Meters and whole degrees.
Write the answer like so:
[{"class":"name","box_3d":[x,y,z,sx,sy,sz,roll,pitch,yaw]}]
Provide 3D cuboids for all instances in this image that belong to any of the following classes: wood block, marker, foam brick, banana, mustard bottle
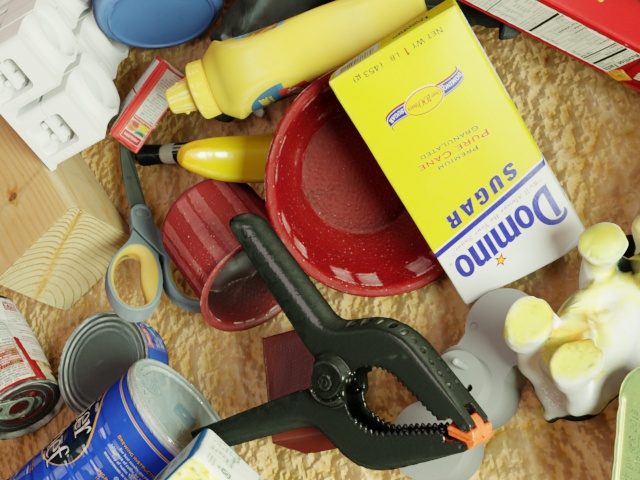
[{"class":"wood block","box_3d":[-0.256,-0.052,0.911,0.091,0.090,0.206,-43,58,8]},{"class":"marker","box_3d":[-0.102,-0.073,0.875,0.121,0.020,0.020,-1,72,28]},{"class":"foam brick","box_3d":[-0.003,0.104,0.740,0.051,0.053,0.078,-17,64,23]},{"class":"banana","box_3d":[-0.005,-0.078,0.781,0.197,0.069,0.037,-23,41,-3]},{"class":"mustard bottle","box_3d":[-0.017,-0.128,0.740,0.192,0.096,0.058,-18,96,7]}]

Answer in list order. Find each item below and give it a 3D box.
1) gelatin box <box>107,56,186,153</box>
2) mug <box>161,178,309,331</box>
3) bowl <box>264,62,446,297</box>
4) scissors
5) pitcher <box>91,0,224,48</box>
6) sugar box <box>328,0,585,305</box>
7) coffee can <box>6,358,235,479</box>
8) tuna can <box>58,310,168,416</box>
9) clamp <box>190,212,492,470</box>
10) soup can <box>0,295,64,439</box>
[{"class":"gelatin box","box_3d":[-0.142,-0.113,0.878,0.073,0.030,0.089,-53,16,3]},{"class":"mug","box_3d":[-0.055,0.001,0.790,0.117,0.093,0.082,-28,52,-17]},{"class":"bowl","box_3d":[0.036,-0.045,0.737,0.162,0.162,0.055,-56,16,1]},{"class":"scissors","box_3d":[-0.126,-0.009,0.859,0.201,0.096,0.016,-91,18,-47]},{"class":"pitcher","box_3d":[-0.149,-0.297,0.910,0.145,0.149,0.243,-16,69,11]},{"class":"sugar box","box_3d":[0.089,-0.054,0.684,0.093,0.048,0.176,-30,103,14]},{"class":"coffee can","box_3d":[-0.146,0.168,0.765,0.140,0.102,0.103,-42,58,10]},{"class":"tuna can","box_3d":[-0.162,0.101,0.839,0.086,0.033,0.086,-10,69,26]},{"class":"clamp","box_3d":[0.005,0.094,0.671,0.210,0.036,0.165,26,108,29]},{"class":"soup can","box_3d":[-0.261,0.102,0.872,0.068,0.068,0.102,-44,58,8]}]
